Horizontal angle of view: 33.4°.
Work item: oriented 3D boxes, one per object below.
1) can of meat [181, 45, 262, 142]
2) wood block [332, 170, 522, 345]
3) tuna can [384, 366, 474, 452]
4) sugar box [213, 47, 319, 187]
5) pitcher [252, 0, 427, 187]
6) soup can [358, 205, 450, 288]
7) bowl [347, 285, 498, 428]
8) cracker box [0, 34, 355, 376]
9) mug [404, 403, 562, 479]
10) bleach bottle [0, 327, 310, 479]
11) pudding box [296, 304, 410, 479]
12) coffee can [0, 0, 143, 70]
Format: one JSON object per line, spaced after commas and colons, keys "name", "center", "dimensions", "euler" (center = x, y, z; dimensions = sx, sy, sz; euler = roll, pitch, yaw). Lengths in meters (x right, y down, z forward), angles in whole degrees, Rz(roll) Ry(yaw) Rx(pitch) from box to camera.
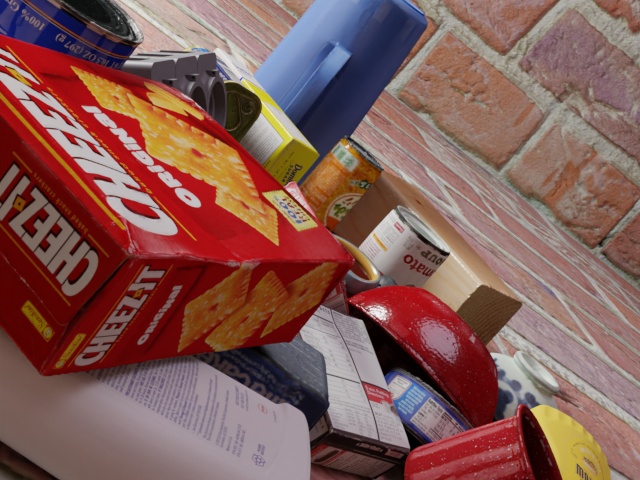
{"name": "can of meat", "center": [-0.112, -0.116, 0.968], "dimensions": [0.057, 0.102, 0.084], "euler": [28, 17, -42]}
{"name": "wood block", "center": [0.108, 0.023, 1.148], "dimensions": [0.090, 0.090, 0.206], "euler": [24, 21, -47]}
{"name": "tuna can", "center": [0.072, 0.131, 0.755], "dimensions": [0.086, 0.033, 0.086], "euler": [41, -14, 12]}
{"name": "sugar box", "center": [-0.079, -0.102, 1.027], "dimensions": [0.048, 0.093, 0.176], "euler": [28, 19, -43]}
{"name": "pitcher", "center": [0.001, -0.168, 1.131], "dimensions": [0.144, 0.243, 0.149], "euler": [23, 21, -46]}
{"name": "soup can", "center": [0.063, 0.027, 0.983], "dimensions": [0.068, 0.102, 0.068], "euler": [38, 14, -11]}
{"name": "bowl", "center": [0.083, 0.087, 0.811], "dimensions": [0.162, 0.055, 0.162], "euler": [46, -12, 12]}
{"name": "cracker box", "center": [-0.096, -0.022, 0.514], "dimensions": [0.164, 0.072, 0.213], "euler": [44, 15, 20]}
{"name": "mug", "center": [0.108, 0.170, 0.666], "dimensions": [0.093, 0.082, 0.117], "euler": [25, 46, -65]}
{"name": "bleach bottle", "center": [-0.122, 0.055, 0.483], "dimensions": [0.250, 0.068, 0.102], "euler": [35, 14, -12]}
{"name": "pudding box", "center": [0.006, 0.094, 0.702], "dimensions": [0.089, 0.039, 0.113], "euler": [25, 34, -45]}
{"name": "coffee can", "center": [-0.183, -0.091, 0.606], "dimensions": [0.102, 0.140, 0.103], "euler": [38, 14, -11]}
